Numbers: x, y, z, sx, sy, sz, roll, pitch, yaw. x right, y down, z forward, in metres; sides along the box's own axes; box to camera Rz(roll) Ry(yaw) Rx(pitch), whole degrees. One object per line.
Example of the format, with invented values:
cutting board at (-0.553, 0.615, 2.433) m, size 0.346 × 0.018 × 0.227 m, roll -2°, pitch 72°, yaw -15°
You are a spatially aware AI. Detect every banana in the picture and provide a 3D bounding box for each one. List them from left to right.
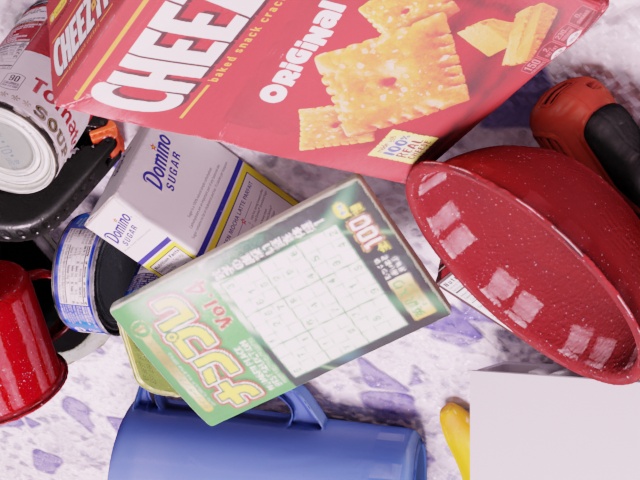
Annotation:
banana at (0.122, 0.203, 0.871) m, size 0.069 × 0.037 × 0.198 m, roll 10°, pitch 137°, yaw 8°

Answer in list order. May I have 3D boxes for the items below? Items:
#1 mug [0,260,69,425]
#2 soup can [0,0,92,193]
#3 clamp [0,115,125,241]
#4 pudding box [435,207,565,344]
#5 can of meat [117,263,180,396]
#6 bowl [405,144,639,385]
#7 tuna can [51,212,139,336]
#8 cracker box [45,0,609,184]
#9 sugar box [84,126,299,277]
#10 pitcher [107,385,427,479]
mug at (-0.217, 0.061, 0.722) m, size 0.093 × 0.117 × 0.081 m, roll 17°, pitch 128°, yaw 42°
soup can at (-0.166, -0.085, 0.625) m, size 0.068 × 0.102 × 0.068 m, roll 10°, pitch 136°, yaw 9°
clamp at (-0.233, -0.042, 0.686) m, size 0.210 × 0.164 × 0.036 m, roll -26°, pitch 165°, yaw -7°
pudding box at (0.144, 0.023, 0.678) m, size 0.113 × 0.039 × 0.090 m, roll 34°, pitch 135°, yaw -13°
can of meat at (-0.101, 0.049, 0.755) m, size 0.057 × 0.084 × 0.102 m, roll 6°, pitch 136°, yaw 13°
bowl at (0.122, 0.002, 0.569) m, size 0.162 × 0.055 × 0.162 m, roll 42°, pitch 166°, yaw 13°
tuna can at (-0.152, 0.023, 0.745) m, size 0.034 × 0.086 × 0.086 m, roll 4°, pitch 136°, yaw 17°
cracker box at (0.003, -0.109, 0.504) m, size 0.213 × 0.072 × 0.164 m, roll 9°, pitch 146°, yaw -34°
sugar box at (-0.055, 0.001, 0.683) m, size 0.176 × 0.093 × 0.048 m, roll 35°, pitch 135°, yaw -16°
pitcher at (-0.040, 0.188, 0.858) m, size 0.243 × 0.145 × 0.149 m, roll 2°, pitch 147°, yaw 12°
